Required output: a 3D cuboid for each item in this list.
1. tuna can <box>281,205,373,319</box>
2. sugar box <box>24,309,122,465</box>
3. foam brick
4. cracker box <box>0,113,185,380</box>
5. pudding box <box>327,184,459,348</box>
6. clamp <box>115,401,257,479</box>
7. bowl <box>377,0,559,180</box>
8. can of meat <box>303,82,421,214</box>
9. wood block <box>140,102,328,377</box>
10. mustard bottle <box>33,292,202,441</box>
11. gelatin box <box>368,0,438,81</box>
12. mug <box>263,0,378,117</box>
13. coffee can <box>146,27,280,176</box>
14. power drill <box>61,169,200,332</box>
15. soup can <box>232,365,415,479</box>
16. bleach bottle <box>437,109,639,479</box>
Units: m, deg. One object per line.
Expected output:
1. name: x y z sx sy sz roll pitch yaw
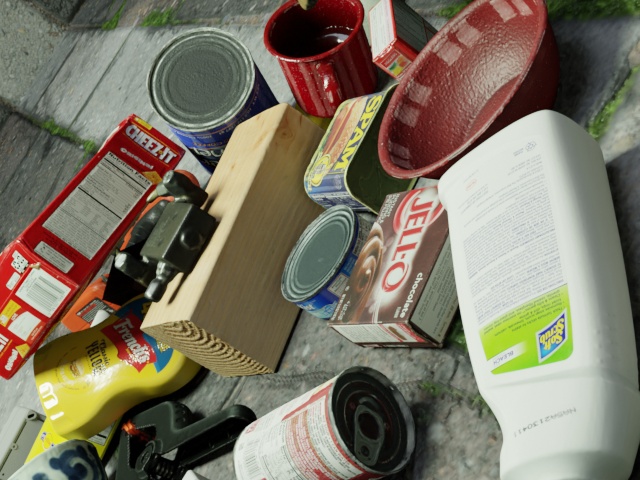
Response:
1. tuna can: 0.009 0.017 0.823 0.086 0.033 0.086 -42 29 29
2. sugar box: -0.226 0.159 1.043 0.093 0.048 0.176 17 84 62
3. foam brick: -0.167 0.036 1.029 0.078 0.053 0.051 -20 53 55
4. cracker box: -0.226 0.002 0.968 0.164 0.072 0.213 -46 11 40
5. pudding box: 0.063 0.017 0.721 0.090 0.039 0.113 -10 51 57
6. clamp: -0.131 0.193 0.864 0.164 0.036 0.210 -61 23 -11
7. bowl: 0.114 -0.099 0.748 0.162 0.055 0.162 -42 28 29
8. can of meat: 0.039 -0.070 0.849 0.102 0.057 0.084 -63 23 -12
9. wood block: -0.056 0.001 0.895 0.090 0.090 0.206 -15 47 55
10. mustard bottle: -0.161 0.099 0.960 0.191 0.058 0.096 -28 56 4
11. gelatin box: 0.075 -0.153 0.862 0.030 0.073 0.089 -43 28 27
12. mug: 0.007 -0.157 0.955 0.093 0.081 0.117 -20 49 5
13. coffee can: -0.094 -0.126 1.020 0.103 0.103 0.140 -60 -18 -9
14. power drill: -0.218 0.021 1.185 0.185 0.057 0.187 -36 25 46
15. soup can: 0.000 0.128 0.667 0.102 0.068 0.068 -35 32 39
16. bleach bottle: 0.115 0.046 0.566 0.103 0.068 0.250 -37 33 36
